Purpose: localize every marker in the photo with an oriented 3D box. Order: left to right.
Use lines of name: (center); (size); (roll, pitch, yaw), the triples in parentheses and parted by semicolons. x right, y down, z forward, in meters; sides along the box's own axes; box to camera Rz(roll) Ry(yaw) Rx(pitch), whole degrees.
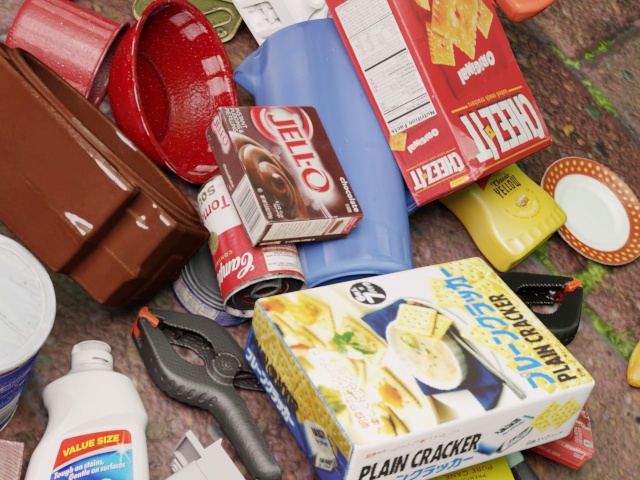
marker: (0.152, 0.166, 0.926); (0.020, 0.020, 0.121); (-22, 72, -35)

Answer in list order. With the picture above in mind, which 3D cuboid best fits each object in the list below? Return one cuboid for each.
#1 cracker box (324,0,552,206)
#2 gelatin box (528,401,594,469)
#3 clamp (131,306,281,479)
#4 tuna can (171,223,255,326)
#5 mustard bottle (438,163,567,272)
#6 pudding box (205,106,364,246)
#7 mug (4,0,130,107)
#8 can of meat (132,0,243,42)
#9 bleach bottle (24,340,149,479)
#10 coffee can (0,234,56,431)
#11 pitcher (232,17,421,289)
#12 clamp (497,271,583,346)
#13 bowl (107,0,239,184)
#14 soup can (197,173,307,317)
cracker box: (0.107, -0.155, 0.938); (0.163, 0.072, 0.214); (-25, 91, -51)
gelatin box: (0.199, 0.150, 0.938); (0.073, 0.030, 0.089); (25, 35, -10)
clamp: (-0.077, 0.116, 0.831); (0.171, 0.039, 0.120); (26, 36, -2)
tuna can: (-0.081, 0.028, 0.891); (0.086, 0.034, 0.086); (12, 56, -19)
mustard bottle: (0.149, -0.066, 1.046); (0.096, 0.058, 0.192); (-34, 78, -34)
pudding box: (-0.029, -0.053, 0.832); (0.089, 0.039, 0.113); (-6, 62, -33)
mug: (-0.217, -0.166, 0.921); (0.081, 0.093, 0.117); (25, 22, -4)
can of meat: (-0.127, -0.248, 1.030); (0.102, 0.058, 0.084); (11, 53, -20)
bleach bottle: (-0.168, 0.185, 0.733); (0.102, 0.068, 0.251); (4, 55, -16)
coffee can: (-0.242, 0.071, 0.718); (0.102, 0.140, 0.103); (12, 56, -19)
pitcher: (0.023, -0.063, 0.940); (0.144, 0.149, 0.243); (34, 42, -55)
clamp: (0.162, 0.066, 0.970); (0.165, 0.036, 0.209); (38, 38, 27)
bowl: (-0.133, -0.125, 0.919); (0.161, 0.055, 0.162); (24, 62, -59)
soup can: (-0.056, 0.001, 0.853); (0.068, 0.069, 0.102); (-3, 61, -27)
